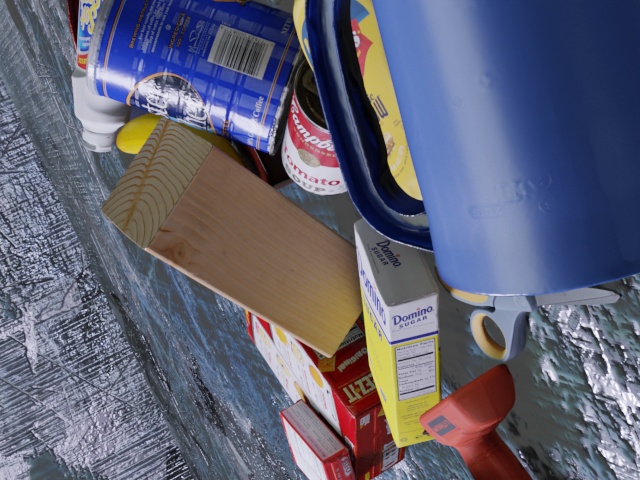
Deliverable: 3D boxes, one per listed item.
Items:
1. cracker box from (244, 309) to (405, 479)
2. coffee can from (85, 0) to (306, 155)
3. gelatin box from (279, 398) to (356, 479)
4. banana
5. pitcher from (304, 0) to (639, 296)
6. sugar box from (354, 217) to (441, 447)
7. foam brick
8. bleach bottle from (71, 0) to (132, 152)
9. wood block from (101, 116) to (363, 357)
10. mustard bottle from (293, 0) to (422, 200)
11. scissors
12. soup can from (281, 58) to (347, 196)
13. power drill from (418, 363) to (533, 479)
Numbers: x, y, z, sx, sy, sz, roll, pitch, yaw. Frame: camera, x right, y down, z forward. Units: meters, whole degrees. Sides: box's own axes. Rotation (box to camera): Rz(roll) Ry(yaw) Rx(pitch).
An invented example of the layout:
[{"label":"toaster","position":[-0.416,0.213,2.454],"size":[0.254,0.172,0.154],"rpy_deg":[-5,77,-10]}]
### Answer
[{"label":"cracker box","position":[0.002,0.112,1.040],"size":[0.214,0.072,0.164],"rpy_deg":[51,161,30]},{"label":"coffee can","position":[-0.084,-0.132,0.770],"size":[0.140,0.102,0.103],"rpy_deg":[19,156,1]},{"label":"gelatin box","position":[0.001,0.204,1.015],"size":[0.089,0.030,0.073],"rpy_deg":[39,152,49]},{"label":"banana","position":[-0.120,-0.076,0.943],"size":[0.198,0.037,0.070],"rpy_deg":[33,117,36]},{"label":"pitcher","position":[0.069,-0.107,0.428],"size":[0.145,0.149,0.243],"rpy_deg":[-138,28,-75]},{"label":"sugar box","position":[0.061,0.071,0.821],"size":[0.093,0.048,0.176],"rpy_deg":[-109,5,-45]},{"label":"foam brick","position":[-0.040,-0.085,0.908],"size":[0.078,0.051,0.053],"rpy_deg":[63,164,2]},{"label":"bleach bottle","position":[-0.187,-0.198,0.976],"size":[0.103,0.067,0.251],"rpy_deg":[44,129,48]},{"label":"wood block","position":[-0.056,0.001,0.844],"size":[0.205,0.091,0.090],"rpy_deg":[34,179,-39]},{"label":"mustard bottle","position":[0.034,-0.111,0.648],"size":[0.192,0.058,0.096],"rpy_deg":[61,152,10]},{"label":"scissors","position":[0.133,0.050,0.671],"size":[0.202,0.016,0.096],"rpy_deg":[25,140,63]},{"label":"soup can","position":[0.010,-0.081,0.745],"size":[0.068,0.068,0.102],"rpy_deg":[59,163,15]},{"label":"power drill","position":[0.149,0.182,0.742],"size":[0.188,0.057,0.185],"rpy_deg":[60,162,11]}]
